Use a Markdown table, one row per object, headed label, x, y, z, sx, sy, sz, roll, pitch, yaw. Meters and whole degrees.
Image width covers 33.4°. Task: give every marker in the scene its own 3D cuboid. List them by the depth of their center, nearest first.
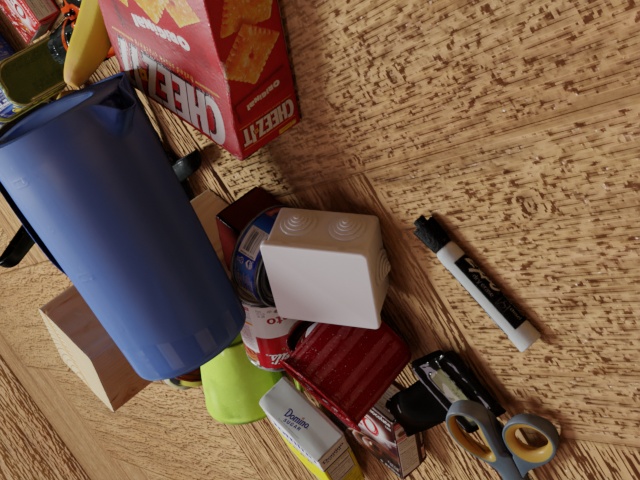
| label | x | y | z | sx | sy | sz | roll | pitch | yaw |
| --- | --- | --- | --- | --- | --- | --- | --- | --- | --- |
| marker | 0.110 | 0.029 | 0.765 | 0.121 | 0.020 | 0.020 | 49 | 156 | 9 |

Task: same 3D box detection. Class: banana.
| label | x | y | z | sx | sy | sz | roll | pitch | yaw |
| --- | --- | --- | --- | --- | --- | --- | --- | --- | --- |
| banana | -0.179 | -0.219 | 0.857 | 0.037 | 0.069 | 0.198 | 36 | 134 | 33 |

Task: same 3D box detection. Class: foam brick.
| label | x | y | z | sx | sy | sz | roll | pitch | yaw |
| --- | --- | --- | --- | --- | --- | --- | --- | --- | --- |
| foam brick | -0.056 | 0.001 | 0.980 | 0.051 | 0.053 | 0.078 | 36 | 151 | 32 |

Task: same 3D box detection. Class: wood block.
| label | x | y | z | sx | sy | sz | roll | pitch | yaw |
| --- | --- | --- | --- | --- | --- | --- | --- | --- | --- |
| wood block | -0.155 | 0.055 | 1.039 | 0.090 | 0.205 | 0.091 | 37 | 152 | 32 |

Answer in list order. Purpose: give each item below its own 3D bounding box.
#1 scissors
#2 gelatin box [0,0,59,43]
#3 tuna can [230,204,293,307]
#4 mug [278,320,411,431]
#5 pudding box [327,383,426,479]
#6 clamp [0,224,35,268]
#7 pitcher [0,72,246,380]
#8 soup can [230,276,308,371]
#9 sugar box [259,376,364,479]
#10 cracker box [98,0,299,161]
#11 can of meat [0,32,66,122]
| label | x | y | z | sx | sy | sz | roll | pitch | yaw |
| --- | --- | --- | --- | --- | --- | --- | --- | --- | --- |
| scissors | 0.174 | 0.191 | 0.870 | 0.096 | 0.016 | 0.201 | -11 | 132 | 40 |
| gelatin box | -0.314 | -0.257 | 1.111 | 0.089 | 0.030 | 0.073 | 56 | 155 | -8 |
| tuna can | -0.035 | 0.014 | 0.920 | 0.034 | 0.086 | 0.086 | 30 | 148 | 37 |
| mug | 0.017 | 0.099 | 0.928 | 0.117 | 0.081 | 0.093 | 31 | 166 | 46 |
| pudding box | 0.049 | 0.165 | 1.031 | 0.114 | 0.039 | 0.090 | 32 | 149 | 39 |
| clamp | -0.332 | -0.057 | 1.255 | 0.036 | 0.209 | 0.164 | -24 | 86 | 25 |
| pitcher | -0.171 | -0.005 | 0.896 | 0.243 | 0.145 | 0.149 | 62 | 175 | -17 |
| soup can | -0.048 | 0.070 | 1.040 | 0.069 | 0.068 | 0.102 | 35 | 150 | 34 |
| sugar box | -0.007 | 0.216 | 1.146 | 0.093 | 0.048 | 0.176 | 41 | 170 | 25 |
| cracker box | -0.106 | -0.184 | 0.794 | 0.164 | 0.072 | 0.214 | 36 | 152 | 33 |
| can of meat | -0.302 | -0.173 | 1.120 | 0.057 | 0.102 | 0.084 | 59 | 153 | -13 |
